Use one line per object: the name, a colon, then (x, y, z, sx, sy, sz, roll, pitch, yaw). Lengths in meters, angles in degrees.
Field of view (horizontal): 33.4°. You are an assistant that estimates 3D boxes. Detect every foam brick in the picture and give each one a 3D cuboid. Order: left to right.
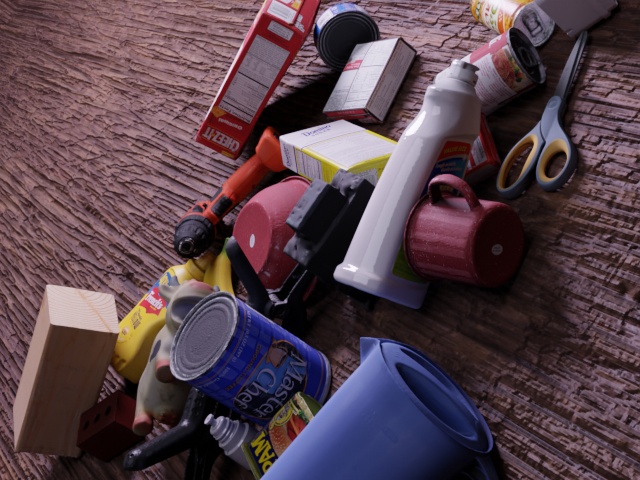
foam brick: (-0.263, 0.235, 1.349, 0.078, 0.051, 0.053, -35, 37, 27)

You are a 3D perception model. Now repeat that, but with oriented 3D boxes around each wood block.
wood block: (-0.333, 0.172, 1.389, 0.091, 0.090, 0.206, -116, 42, -55)

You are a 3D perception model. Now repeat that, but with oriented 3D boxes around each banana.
banana: (-0.111, 0.074, 1.308, 0.070, 0.037, 0.198, -64, 31, 26)

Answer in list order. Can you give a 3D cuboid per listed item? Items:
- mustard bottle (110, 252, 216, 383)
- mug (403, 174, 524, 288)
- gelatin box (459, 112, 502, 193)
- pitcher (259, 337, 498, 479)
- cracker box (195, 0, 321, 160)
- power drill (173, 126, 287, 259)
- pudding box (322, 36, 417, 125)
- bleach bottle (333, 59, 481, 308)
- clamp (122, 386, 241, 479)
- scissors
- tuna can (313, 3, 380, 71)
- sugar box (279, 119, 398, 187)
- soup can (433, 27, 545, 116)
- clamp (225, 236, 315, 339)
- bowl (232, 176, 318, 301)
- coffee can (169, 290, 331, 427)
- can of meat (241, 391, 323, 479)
mustard bottle: (-0.202, 0.091, 1.400, 0.192, 0.058, 0.096, -48, 30, 8)
mug: (0.137, -0.010, 1.018, 0.093, 0.117, 0.082, -33, 27, -31)
gelatin box: (0.144, -0.089, 1.138, 0.089, 0.030, 0.073, -31, 56, 29)
pitcher: (0.032, 0.219, 0.936, 0.243, 0.145, 0.149, -48, 21, 15)
cracker box: (-0.083, -0.236, 1.457, 0.214, 0.072, 0.164, -57, 10, 31)
power drill: (-0.114, -0.060, 1.383, 0.188, 0.057, 0.184, -43, 10, 10)
pudding box: (0.062, -0.200, 1.355, 0.090, 0.039, 0.113, 5, 66, 53)
bleach bottle: (0.100, -0.062, 1.073, 0.068, 0.102, 0.251, 19, 89, 41)
clamp: (-0.134, 0.208, 1.142, 0.036, 0.164, 0.209, 6, 53, 26)
scissors: (0.247, -0.125, 1.072, 0.201, 0.016, 0.096, -57, 34, -5)
tuna can: (0.034, -0.269, 1.410, 0.086, 0.086, 0.034, -44, 32, 15)
sugar box: (0.031, -0.096, 1.253, 0.093, 0.048, 0.176, -17, 22, -21)
soup can: (0.181, -0.174, 1.151, 0.102, 0.068, 0.068, -29, 40, 33)
clamp: (-0.059, 0.064, 1.176, 0.039, 0.120, 0.171, -122, 43, -64)
bowl: (-0.058, 0.002, 1.247, 0.162, 0.055, 0.162, -13, 74, 55)
coffee can: (-0.072, 0.131, 1.121, 0.103, 0.140, 0.103, -32, 38, 30)
can of meat: (-0.022, 0.211, 1.062, 0.084, 0.057, 0.102, -46, 33, 6)
